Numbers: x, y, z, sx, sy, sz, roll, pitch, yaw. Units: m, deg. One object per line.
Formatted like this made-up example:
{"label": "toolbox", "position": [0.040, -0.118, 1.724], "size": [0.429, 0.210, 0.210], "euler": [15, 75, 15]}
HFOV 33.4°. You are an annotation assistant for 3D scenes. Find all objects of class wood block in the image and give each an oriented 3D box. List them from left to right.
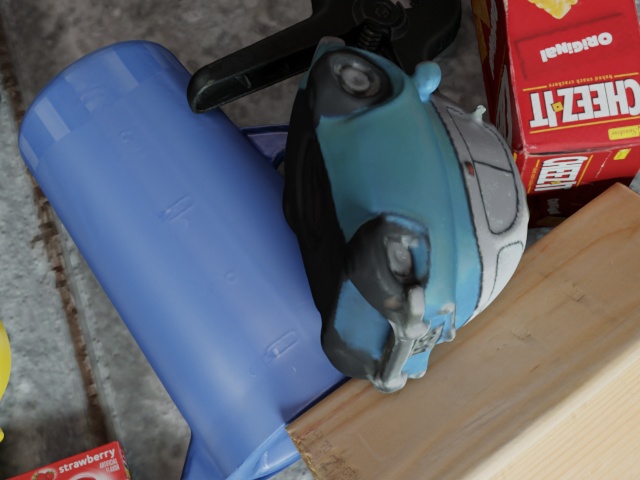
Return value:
{"label": "wood block", "position": [0.100, 0.078, 0.509], "size": [0.206, 0.091, 0.090], "euler": [-35, 41, -11]}

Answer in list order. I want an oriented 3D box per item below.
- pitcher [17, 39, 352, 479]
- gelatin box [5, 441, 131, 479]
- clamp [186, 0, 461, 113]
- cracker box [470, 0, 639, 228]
{"label": "pitcher", "position": [-0.054, 0.001, 0.596], "size": [0.243, 0.148, 0.145], "euler": [52, 130, 16]}
{"label": "gelatin box", "position": [-0.146, 0.164, 0.602], "size": [0.089, 0.030, 0.073], "euler": [-18, 61, -8]}
{"label": "clamp", "position": [0.020, -0.121, 0.615], "size": [0.164, 0.036, 0.210], "euler": [17, 57, -9]}
{"label": "cracker box", "position": [0.118, -0.127, 0.581], "size": [0.072, 0.164, 0.214], "euler": [-7, 77, 6]}
